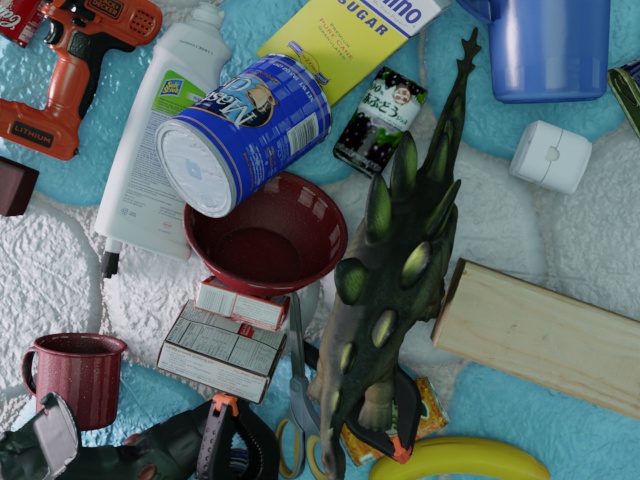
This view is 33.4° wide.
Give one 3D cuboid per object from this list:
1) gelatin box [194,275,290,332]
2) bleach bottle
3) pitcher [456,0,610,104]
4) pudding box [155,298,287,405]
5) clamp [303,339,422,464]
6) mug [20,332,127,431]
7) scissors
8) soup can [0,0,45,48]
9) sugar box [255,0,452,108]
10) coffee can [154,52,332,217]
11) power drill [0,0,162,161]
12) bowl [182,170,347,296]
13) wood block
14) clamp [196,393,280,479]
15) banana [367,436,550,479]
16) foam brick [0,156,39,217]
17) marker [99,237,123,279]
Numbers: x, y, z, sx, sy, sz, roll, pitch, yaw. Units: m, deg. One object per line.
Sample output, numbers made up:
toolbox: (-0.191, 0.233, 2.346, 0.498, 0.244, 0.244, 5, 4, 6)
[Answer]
gelatin box: (-0.077, 0.063, 1.071, 0.089, 0.073, 0.030, 17, 95, 1)
bleach bottle: (-0.141, -0.112, 1.069, 0.102, 0.068, 0.251, 19, 88, -21)
pitcher: (0.205, -0.253, 1.012, 0.149, 0.144, 0.243, 2, 97, 33)
pudding box: (-0.097, 0.109, 1.063, 0.113, 0.090, 0.039, 18, 118, 3)
clamp: (0.059, 0.134, 1.054, 0.120, 0.039, 0.171, -36, 59, 5)
mug: (-0.255, 0.141, 1.082, 0.117, 0.093, 0.081, 8, 98, 22)
scissors: (-0.008, 0.158, 1.057, 0.096, 0.016, 0.202, 27, 119, 35)
soup can: (-0.299, -0.254, 1.070, 0.068, 0.068, 0.102, 34, 94, 1)
sugar box: (0.030, -0.205, 1.032, 0.176, 0.048, 0.093, -39, 92, 31)
coffee can: (-0.072, -0.101, 1.017, 0.140, 0.103, 0.103, -39, 90, -31)
power drill: (-0.268, -0.185, 1.043, 0.184, 0.057, 0.188, 23, 100, -31)
bowl: (-0.057, 0.001, 1.047, 0.162, 0.162, 0.055, 18, 136, 2)
wood block: (0.222, 0.094, 1.046, 0.206, 0.091, 0.090, 20, 93, 2)
clamp: (-0.078, 0.252, 1.032, 0.164, 0.036, 0.210, -31, 113, -38)
banana: (0.132, 0.231, 1.089, 0.198, 0.037, 0.069, -10, 115, 6)
foam brick: (-0.337, -0.061, 1.090, 0.078, 0.053, 0.051, 21, 94, 3)
marker: (-0.208, -0.020, 1.101, 0.020, 0.020, 0.121, 13, 94, 2)
